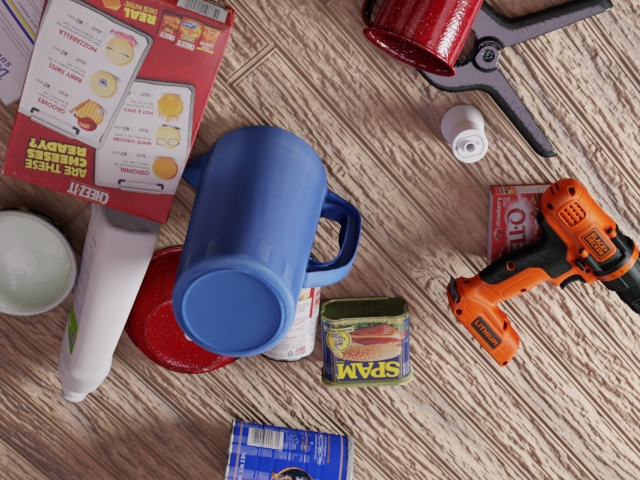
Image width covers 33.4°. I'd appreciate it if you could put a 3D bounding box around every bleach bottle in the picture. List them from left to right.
[{"bbox_3d":[-0.235,0.066,1.137,0.068,0.102,0.251,10,123,-21],"label":"bleach bottle"}]

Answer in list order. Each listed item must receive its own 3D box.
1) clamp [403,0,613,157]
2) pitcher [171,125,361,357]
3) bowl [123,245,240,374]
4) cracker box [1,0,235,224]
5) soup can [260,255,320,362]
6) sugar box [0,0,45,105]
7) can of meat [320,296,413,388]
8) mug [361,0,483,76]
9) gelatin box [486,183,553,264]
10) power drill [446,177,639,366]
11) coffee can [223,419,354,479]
[{"bbox_3d":[0.164,-0.172,1.039,0.210,0.036,0.165,9,108,-2],"label":"clamp"},{"bbox_3d":[-0.057,0.001,1.013,0.149,0.242,0.145,-24,117,18],"label":"pitcher"},{"bbox_3d":[-0.142,0.088,1.161,0.162,0.055,0.162,0,116,0],"label":"bowl"},{"bbox_3d":[-0.189,-0.141,0.993,0.164,0.072,0.214,18,119,-10],"label":"cracker box"},{"bbox_3d":[-0.036,0.071,1.144,0.068,0.068,0.102,4,116,-2],"label":"soup can"},{"bbox_3d":[-0.254,-0.213,1.020,0.176,0.048,0.093,-26,114,15],"label":"sugar box"},{"bbox_3d":[0.050,0.110,1.170,0.102,0.057,0.084,-3,113,1],"label":"can of meat"},{"bbox_3d":[0.089,-0.210,0.975,0.093,0.117,0.081,27,89,-51],"label":"mug"},{"bbox_3d":[0.214,-0.014,1.122,0.073,0.030,0.089,-1,116,1],"label":"gelatin box"},{"bbox_3d":[0.240,0.049,1.107,0.188,0.057,0.184,-38,109,16],"label":"power drill"},{"bbox_3d":[-0.039,0.265,1.219,0.140,0.103,0.103,8,116,-4],"label":"coffee can"}]
